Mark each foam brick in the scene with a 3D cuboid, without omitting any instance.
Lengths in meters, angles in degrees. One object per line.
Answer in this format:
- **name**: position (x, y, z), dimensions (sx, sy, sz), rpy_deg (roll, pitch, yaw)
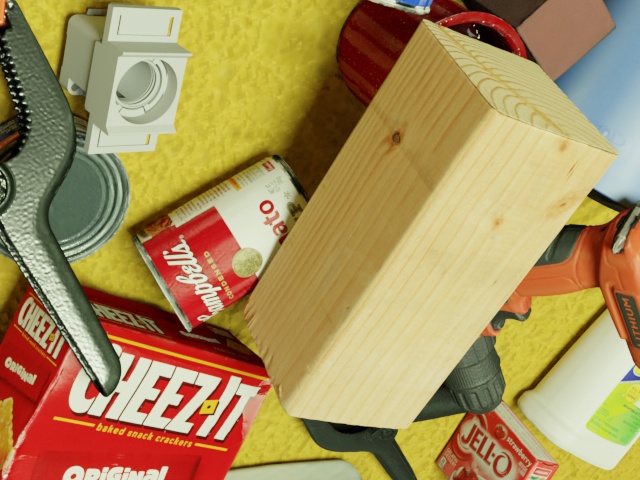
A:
- **foam brick**: position (0.128, -0.142, 0.646), dimensions (0.053, 0.078, 0.051), rpy_deg (-42, 131, 3)

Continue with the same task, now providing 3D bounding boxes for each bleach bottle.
- **bleach bottle**: position (0.275, 0.065, 0.864), dimensions (0.102, 0.068, 0.251), rpy_deg (29, 101, -37)

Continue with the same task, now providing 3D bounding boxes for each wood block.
- **wood block**: position (0.051, -0.001, 0.586), dimensions (0.090, 0.091, 0.206), rpy_deg (13, 123, -34)

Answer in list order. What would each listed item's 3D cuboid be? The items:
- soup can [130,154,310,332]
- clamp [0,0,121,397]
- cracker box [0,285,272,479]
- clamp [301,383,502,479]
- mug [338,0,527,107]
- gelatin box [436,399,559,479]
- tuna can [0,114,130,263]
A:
- **soup can**: position (-0.054, 0.001, 0.650), dimensions (0.102, 0.069, 0.068), rpy_deg (-31, 129, -7)
- **clamp**: position (-0.182, -0.021, 0.531), dimensions (0.164, 0.036, 0.210), rpy_deg (-1, 90, -26)
- **cracker box**: position (-0.141, 0.146, 0.656), dimensions (0.164, 0.072, 0.214), rpy_deg (23, 97, -47)
- **clamp**: position (0.055, 0.127, 0.803), dimensions (0.171, 0.039, 0.120), rpy_deg (30, 106, -39)
- **mug**: position (0.068, -0.096, 0.642), dimensions (0.093, 0.082, 0.117), rpy_deg (-41, 129, 1)
- **gelatin box**: position (0.138, 0.177, 0.845), dimensions (0.030, 0.089, 0.073), rpy_deg (18, 110, -33)
- **tuna can**: position (-0.153, -0.030, 0.602), dimensions (0.086, 0.034, 0.086), rpy_deg (-13, 125, -20)
